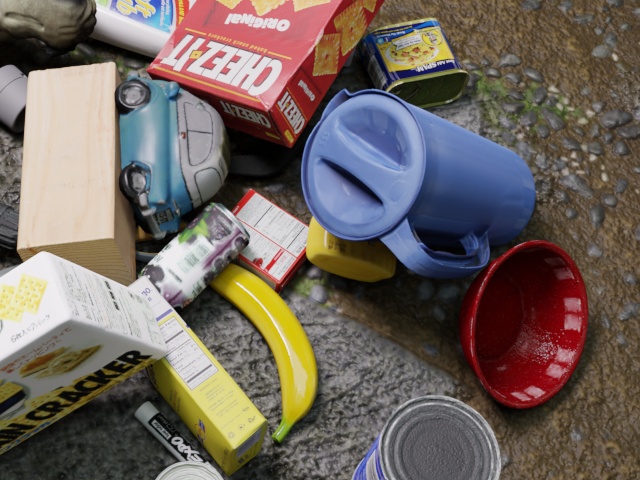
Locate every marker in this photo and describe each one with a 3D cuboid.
[{"bbox_3d":[-0.121,0.194,0.966,0.121,0.020,0.020,42,64,13],"label":"marker"}]

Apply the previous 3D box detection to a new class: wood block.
[{"bbox_3d":[-0.231,-0.060,1.025,0.090,0.091,0.206,-7,58,1],"label":"wood block"}]

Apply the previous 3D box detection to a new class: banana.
[{"bbox_3d":[-0.051,0.091,1.022,0.069,0.037,0.198,-19,67,-18],"label":"banana"}]

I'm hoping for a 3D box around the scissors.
[{"bbox_3d":[-0.226,-0.009,1.060,0.201,0.016,0.096,-4,60,-9],"label":"scissors"}]

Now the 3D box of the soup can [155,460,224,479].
[{"bbox_3d":[-0.113,0.231,0.901,0.068,0.102,0.068,4,62,-7],"label":"soup can"}]

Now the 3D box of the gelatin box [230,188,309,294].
[{"bbox_3d":[-0.057,0.001,1.072,0.089,0.030,0.073,33,61,9],"label":"gelatin box"}]

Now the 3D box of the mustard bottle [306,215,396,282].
[{"bbox_3d":[0.038,-0.060,1.080,0.096,0.058,0.191,19,67,-33],"label":"mustard bottle"}]

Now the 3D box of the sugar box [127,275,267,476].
[{"bbox_3d":[-0.121,0.123,0.962,0.048,0.093,0.176,-38,73,-24],"label":"sugar box"}]

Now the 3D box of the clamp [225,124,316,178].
[{"bbox_3d":[-0.041,-0.136,1.116,0.209,0.036,0.164,-22,99,-14],"label":"clamp"}]

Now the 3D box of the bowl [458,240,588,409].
[{"bbox_3d":[0.185,0.078,1.030,0.161,0.055,0.162,-5,98,-36],"label":"bowl"}]

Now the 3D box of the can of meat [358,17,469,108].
[{"bbox_3d":[0.101,-0.195,1.186,0.102,0.057,0.084,-13,63,-16],"label":"can of meat"}]

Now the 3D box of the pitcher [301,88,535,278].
[{"bbox_3d":[0.108,-0.046,1.010,0.145,0.242,0.149,15,94,39],"label":"pitcher"}]

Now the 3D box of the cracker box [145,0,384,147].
[{"bbox_3d":[-0.049,-0.215,1.072,0.164,0.072,0.213,21,70,32],"label":"cracker box"}]

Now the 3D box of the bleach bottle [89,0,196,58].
[{"bbox_3d":[-0.188,-0.252,1.168,0.251,0.068,0.102,19,61,-1],"label":"bleach bottle"}]

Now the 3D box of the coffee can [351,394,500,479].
[{"bbox_3d":[0.087,0.205,0.924,0.102,0.140,0.103,4,62,-7],"label":"coffee can"}]
